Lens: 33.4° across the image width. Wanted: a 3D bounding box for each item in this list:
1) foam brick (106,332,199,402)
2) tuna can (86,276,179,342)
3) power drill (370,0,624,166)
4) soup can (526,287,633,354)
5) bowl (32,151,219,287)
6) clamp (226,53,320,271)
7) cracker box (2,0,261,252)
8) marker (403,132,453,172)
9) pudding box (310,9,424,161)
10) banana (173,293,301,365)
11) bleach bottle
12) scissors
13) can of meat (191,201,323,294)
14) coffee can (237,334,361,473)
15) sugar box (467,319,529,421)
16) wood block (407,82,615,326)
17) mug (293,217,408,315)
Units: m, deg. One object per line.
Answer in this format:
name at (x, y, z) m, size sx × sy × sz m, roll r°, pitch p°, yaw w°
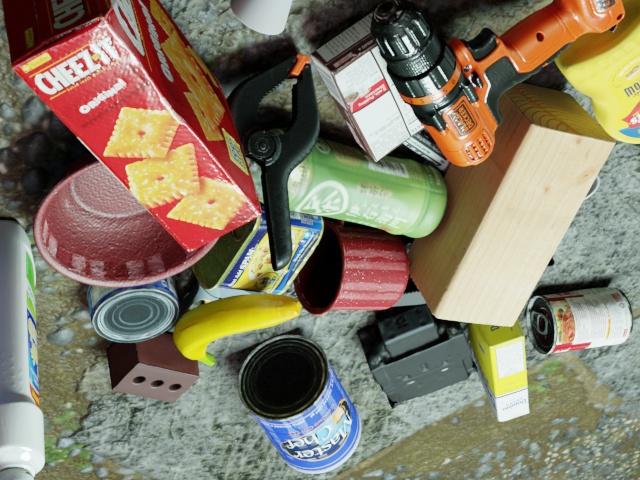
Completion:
foam brick at (-0.171, 0.126, 1.091) m, size 0.078 × 0.051 × 0.053 m, roll 18°, pitch 129°, yaw -38°
tuna can at (-0.179, 0.060, 1.023) m, size 0.086 × 0.034 × 0.086 m, roll -11°, pitch 141°, yaw -10°
power drill at (0.138, -0.165, 0.829) m, size 0.187 × 0.057 × 0.184 m, roll -40°, pitch 140°, yaw 2°
soup can at (0.298, 0.091, 1.228) m, size 0.102 × 0.068 × 0.068 m, roll -6°, pitch 140°, yaw -17°
bowl at (-0.163, -0.032, 0.902) m, size 0.162 × 0.055 × 0.162 m, roll -11°, pitch 141°, yaw -9°
clamp at (-0.060, -0.072, 0.845) m, size 0.120 × 0.171 × 0.039 m, roll 18°, pitch 173°, yaw -19°
cracker box at (-0.129, -0.117, 0.728) m, size 0.072 × 0.164 × 0.213 m, roll -27°, pitch 141°, yaw 7°
marker at (0.082, -0.093, 0.959) m, size 0.020 × 0.020 × 0.121 m, roll -39°, pitch 137°, yaw 23°
pudding box at (0.055, -0.131, 0.870) m, size 0.090 × 0.039 × 0.113 m, roll -35°, pitch 139°, yaw -2°
banana at (-0.093, 0.080, 1.018) m, size 0.069 × 0.037 × 0.198 m, roll 8°, pitch 158°, yaw -29°
bleach bottle at (-0.258, 0.105, 0.869) m, size 0.068 × 0.251 × 0.103 m, roll -8°, pitch 140°, yaw -14°
scissors at (-0.093, 0.031, 1.038) m, size 0.096 × 0.016 × 0.202 m, roll -4°, pitch 139°, yaw -20°
can of meat at (-0.056, 0.001, 0.974) m, size 0.083 × 0.057 × 0.102 m, roll 10°, pitch 126°, yaw -41°
coffee can at (-0.021, 0.182, 1.178) m, size 0.103 × 0.103 × 0.140 m, roll -22°, pitch 141°, yaw 3°
sugar box at (0.198, 0.124, 1.206) m, size 0.048 × 0.093 × 0.176 m, roll -17°, pitch 141°, yaw -2°
wood block at (0.166, -0.031, 0.973) m, size 0.090 × 0.091 × 0.206 m, roll 8°, pitch 123°, yaw -25°
mug at (0.032, 0.014, 1.023) m, size 0.081 × 0.093 × 0.117 m, roll 3°, pitch 100°, yaw -32°
